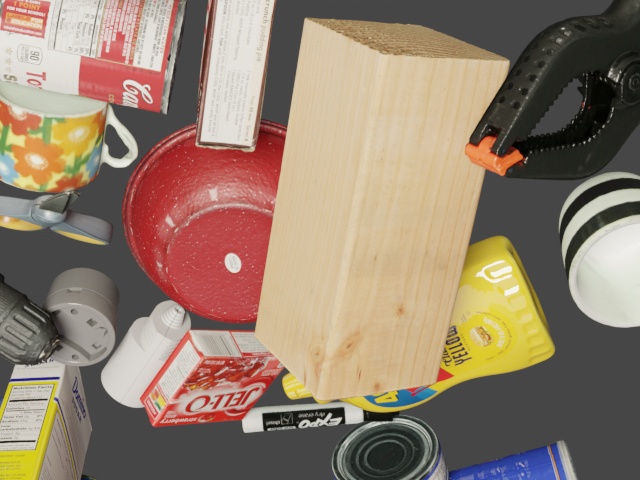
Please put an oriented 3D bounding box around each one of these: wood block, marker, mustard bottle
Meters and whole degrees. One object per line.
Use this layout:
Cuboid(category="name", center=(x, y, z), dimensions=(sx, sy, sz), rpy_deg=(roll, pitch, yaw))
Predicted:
Cuboid(category="wood block", center=(0.032, -0.020, 0.639), dimensions=(0.090, 0.091, 0.206), rpy_deg=(-3, 114, -31))
Cuboid(category="marker", center=(0.000, 0.134, 0.823), dimensions=(0.121, 0.020, 0.020), rpy_deg=(-4, 124, 2))
Cuboid(category="mustard bottle", center=(0.061, 0.072, 0.760), dimensions=(0.192, 0.058, 0.096), rpy_deg=(-22, 119, 13))

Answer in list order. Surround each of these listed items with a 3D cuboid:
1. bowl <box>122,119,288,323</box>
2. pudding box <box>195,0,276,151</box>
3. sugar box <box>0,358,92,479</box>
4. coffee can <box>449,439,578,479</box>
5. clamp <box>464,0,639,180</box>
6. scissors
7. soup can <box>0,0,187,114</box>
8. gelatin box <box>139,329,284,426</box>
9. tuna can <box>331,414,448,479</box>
Cuboid(category="bowl", center=(-0.055, 0.001, 0.712), dimensions=(0.162, 0.055, 0.162), rpy_deg=(0, 123, -1))
Cuboid(category="pudding box", center=(-0.047, -0.121, 0.611), dimensions=(0.039, 0.090, 0.113), rpy_deg=(5, 124, -6))
Cuboid(category="sugar box", center=(-0.199, 0.161, 0.742), dimensions=(0.048, 0.176, 0.093), rpy_deg=(-4, 123, -1))
Cuboid(category="coffee can", center=(0.139, 0.224, 0.836), dimensions=(0.140, 0.103, 0.103), rpy_deg=(-17, 122, 10))
Cuboid(category="clamp", center=(0.169, -0.106, 0.611), dimensions=(0.209, 0.036, 0.164), rpy_deg=(-27, 121, -21))
Cuboid(category="scissors", center=(-0.148, -0.014, 0.649), dimensions=(0.096, 0.202, 0.016), rpy_deg=(16, 81, -34))
Cuboid(category="soup can", center=(-0.134, -0.117, 0.624), dimensions=(0.102, 0.068, 0.069), rpy_deg=(10, 123, -8))
Cuboid(category="gelatin box", center=(-0.074, 0.099, 0.767), dimensions=(0.089, 0.030, 0.073), rpy_deg=(7, 129, -47))
Cuboid(category="tuna can", center=(0.052, 0.172, 0.810), dimensions=(0.086, 0.086, 0.034), rpy_deg=(-13, 122, 7))
